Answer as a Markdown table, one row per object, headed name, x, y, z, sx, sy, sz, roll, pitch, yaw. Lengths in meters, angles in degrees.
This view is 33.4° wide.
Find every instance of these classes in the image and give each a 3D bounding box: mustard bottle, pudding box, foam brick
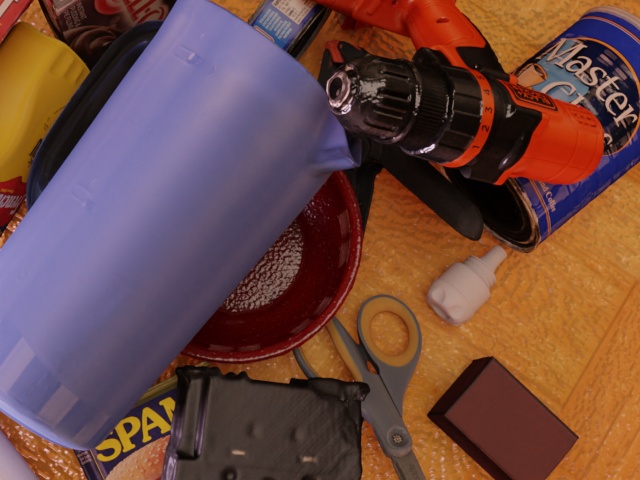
| name | x | y | z | sx | sy | sz | roll | pitch | yaw |
| --- | --- | --- | --- | --- | --- | --- | --- | --- | --- |
| mustard bottle | -0.213 | -0.037 | 0.663 | 0.058 | 0.096 | 0.191 | 29 | 78 | 3 |
| pudding box | -0.132 | -0.157 | 0.684 | 0.090 | 0.113 | 0.039 | -35 | 83 | -11 |
| foam brick | 0.118 | 0.121 | 0.698 | 0.078 | 0.053 | 0.051 | 43 | 78 | 1 |

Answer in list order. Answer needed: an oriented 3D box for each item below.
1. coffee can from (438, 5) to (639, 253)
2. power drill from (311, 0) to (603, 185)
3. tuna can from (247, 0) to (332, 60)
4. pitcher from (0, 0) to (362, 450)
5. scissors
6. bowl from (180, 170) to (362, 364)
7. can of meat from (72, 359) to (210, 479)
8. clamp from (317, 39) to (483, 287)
| name | x | y | z | sx | sy | sz | roll | pitch | yaw |
| --- | --- | --- | --- | --- | --- | --- | --- | --- | --- |
| coffee can | 0.160 | -0.074 | 0.710 | 0.140 | 0.103 | 0.103 | -38 | 87 | -11 |
| power drill | 0.055 | -0.108 | 0.610 | 0.184 | 0.057 | 0.188 | 10 | 38 | -37 |
| tuna can | -0.027 | -0.137 | 0.708 | 0.034 | 0.086 | 0.086 | 37 | 78 | -2 |
| pitcher | -0.104 | -0.012 | 0.609 | 0.145 | 0.149 | 0.243 | 39 | 85 | -15 |
| scissors | 0.058 | 0.112 | 0.680 | 0.096 | 0.016 | 0.202 | -30 | 68 | -25 |
| bowl | -0.055 | 0.001 | 0.692 | 0.162 | 0.055 | 0.162 | 0 | 81 | -1 |
| can of meat | -0.098 | 0.134 | 0.669 | 0.102 | 0.057 | 0.084 | -25 | 86 | -10 |
| clamp | 0.043 | -0.056 | 0.701 | 0.120 | 0.039 | 0.171 | -13 | 80 | 29 |
